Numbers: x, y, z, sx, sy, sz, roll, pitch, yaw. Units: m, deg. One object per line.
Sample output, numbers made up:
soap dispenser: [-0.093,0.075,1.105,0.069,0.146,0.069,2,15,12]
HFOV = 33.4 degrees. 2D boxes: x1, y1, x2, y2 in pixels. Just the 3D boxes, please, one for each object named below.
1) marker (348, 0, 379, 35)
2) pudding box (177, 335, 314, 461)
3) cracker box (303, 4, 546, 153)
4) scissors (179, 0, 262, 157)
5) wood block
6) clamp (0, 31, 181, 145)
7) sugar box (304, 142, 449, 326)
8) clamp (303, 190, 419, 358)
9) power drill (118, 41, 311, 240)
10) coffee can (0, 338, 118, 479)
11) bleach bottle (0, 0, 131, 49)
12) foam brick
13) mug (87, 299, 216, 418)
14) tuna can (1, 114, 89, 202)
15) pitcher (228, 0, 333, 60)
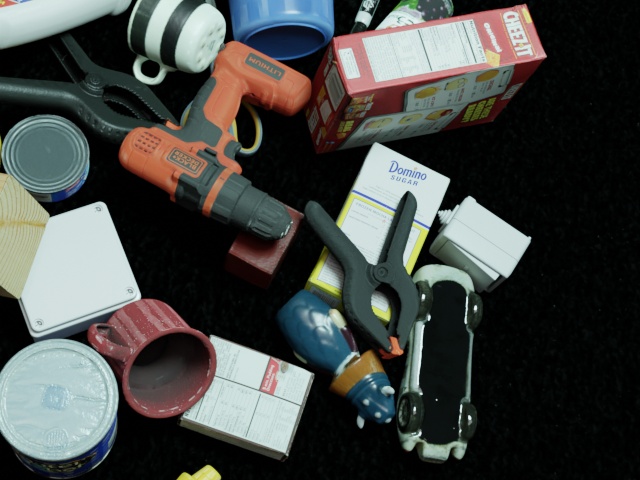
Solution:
marker: [0.057,-0.271,1.218,0.020,0.020,0.121,23,69,-2]
pudding box: [-0.072,0.153,1.039,0.113,0.039,0.090,20,69,-1]
cracker box: [0.101,-0.167,1.114,0.213,0.164,0.072,-13,76,-14]
scissors: [-0.126,-0.176,1.154,0.096,0.016,0.202,-20,76,-16]
wood block: [-0.371,-0.019,0.979,0.206,0.091,0.090,9,69,15]
clamp: [-0.244,-0.148,1.090,0.210,0.036,0.164,33,43,-3]
sugar box: [0.060,-0.005,1.114,0.093,0.048,0.176,27,66,-2]
clamp: [0.044,0.030,1.051,0.120,0.039,0.171,0,72,-12]
power drill: [-0.082,-0.102,1.072,0.184,0.057,0.187,29,57,3]
coffee can: [-0.233,0.154,0.954,0.102,0.140,0.103,3,71,-10]
bleach bottle: [-0.305,-0.234,1.064,0.102,0.068,0.250,40,45,9]
foam brick: [-0.057,0.001,1.086,0.051,0.053,0.078,29,69,0]
mug: [-0.165,0.103,0.994,0.117,0.082,0.093,19,101,-37]
tuna can: [-0.278,-0.082,1.084,0.086,0.034,0.086,3,71,-9]
pitcher: [-0.041,-0.325,1.170,0.149,0.145,0.243,-6,76,0]
